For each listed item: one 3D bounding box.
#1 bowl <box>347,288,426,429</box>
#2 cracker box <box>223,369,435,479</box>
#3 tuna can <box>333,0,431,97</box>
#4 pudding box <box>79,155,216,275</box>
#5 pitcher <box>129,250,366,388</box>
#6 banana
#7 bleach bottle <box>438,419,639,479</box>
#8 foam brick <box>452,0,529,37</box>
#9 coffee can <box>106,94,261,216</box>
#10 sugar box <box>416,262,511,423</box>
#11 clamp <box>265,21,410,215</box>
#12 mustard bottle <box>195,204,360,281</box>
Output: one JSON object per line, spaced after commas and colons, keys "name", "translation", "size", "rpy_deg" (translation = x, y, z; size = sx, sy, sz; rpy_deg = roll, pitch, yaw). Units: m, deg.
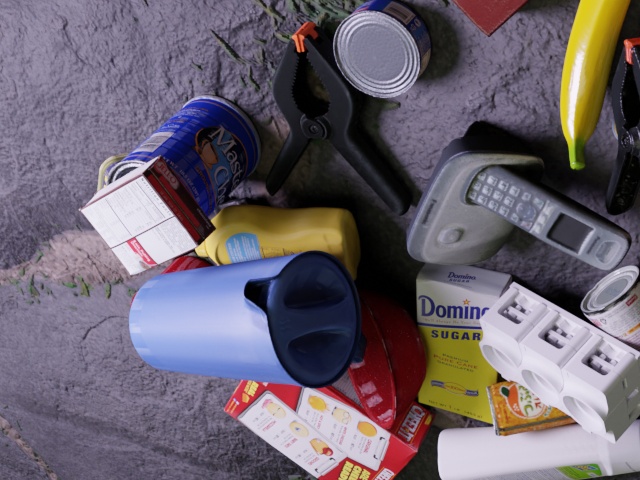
{"name": "bowl", "translation": [0.070, 0.117, 1.148], "size": [0.162, 0.055, 0.162], "rpy_deg": [165, 90, -75]}
{"name": "cracker box", "translation": [0.008, 0.205, 1.278], "size": [0.214, 0.072, 0.164], "rpy_deg": [34, 137, 4]}
{"name": "tuna can", "translation": [0.057, -0.176, 0.974], "size": [0.086, 0.033, 0.086], "rpy_deg": [17, 131, 21]}
{"name": "pudding box", "translation": [-0.169, -0.022, 1.036], "size": [0.114, 0.039, 0.090], "rpy_deg": [-23, 109, 40]}
{"name": "pitcher", "translation": [-0.079, 0.088, 1.112], "size": [0.243, 0.144, 0.149], "rpy_deg": [-5, 110, 43]}
{"name": "banana", "translation": [0.226, -0.158, 0.860], "size": [0.037, 0.069, 0.198], "rpy_deg": [-2, 122, -11]}
{"name": "bleach bottle", "translation": [0.256, 0.225, 1.132], "size": [0.251, 0.068, 0.102], "rpy_deg": [-12, 154, 32]}
{"name": "foam brick", "translation": [0.153, -0.215, 0.869], "size": [0.051, 0.052, 0.078], "rpy_deg": [44, 136, -5]}
{"name": "coffee can", "translation": [-0.139, -0.073, 1.104], "size": [0.103, 0.140, 0.103], "rpy_deg": [17, 131, 21]}
{"name": "sugar box", "translation": [0.150, 0.107, 1.127], "size": [0.093, 0.048, 0.176], "rpy_deg": [12, 131, 24]}
{"name": "clamp", "translation": [-0.006, -0.115, 1.060], "size": [0.165, 0.036, 0.210], "rpy_deg": [3, 129, 30]}
{"name": "mustard bottle", "translation": [-0.057, 0.001, 1.138], "size": [0.192, 0.058, 0.096], "rpy_deg": [3, 147, 15]}
